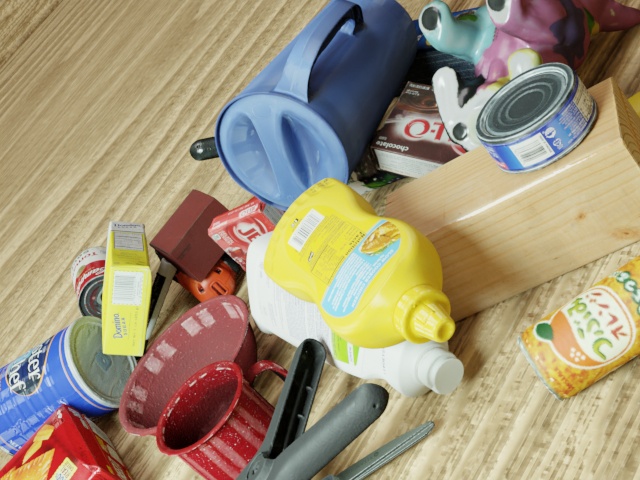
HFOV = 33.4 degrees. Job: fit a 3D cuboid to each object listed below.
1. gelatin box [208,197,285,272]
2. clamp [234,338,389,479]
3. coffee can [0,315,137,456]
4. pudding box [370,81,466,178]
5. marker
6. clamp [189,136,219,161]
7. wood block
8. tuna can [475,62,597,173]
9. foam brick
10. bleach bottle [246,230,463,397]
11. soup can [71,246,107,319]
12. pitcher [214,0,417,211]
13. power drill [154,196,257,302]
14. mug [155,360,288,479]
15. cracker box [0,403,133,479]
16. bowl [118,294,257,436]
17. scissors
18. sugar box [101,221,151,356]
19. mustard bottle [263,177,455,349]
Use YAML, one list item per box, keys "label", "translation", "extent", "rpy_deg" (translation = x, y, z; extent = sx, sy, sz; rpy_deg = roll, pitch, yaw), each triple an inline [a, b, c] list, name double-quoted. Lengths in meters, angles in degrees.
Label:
- label: "gelatin box"
  translation: [-0.057, 0.001, 1.074]
  extent: [0.073, 0.089, 0.030]
  rpy_deg: [-22, 34, 35]
- label: "clamp"
  translation: [-0.028, 0.172, 0.781]
  extent: [0.210, 0.036, 0.165]
  rpy_deg: [-61, 17, -10]
- label: "coffee can"
  translation: [-0.278, 0.156, 1.133]
  extent: [0.140, 0.102, 0.102]
  rpy_deg: [-31, 30, 23]
- label: "pudding box"
  translation: [0.116, -0.097, 0.995]
  extent: [0.114, 0.039, 0.090]
  rpy_deg: [13, 56, 27]
- label: "marker"
  translation: [-0.183, 0.076, 1.157]
  extent: [0.121, 0.020, 0.020]
  rpy_deg: [-67, 23, 15]
- label: "clamp"
  translation: [-0.066, -0.120, 1.251]
  extent: [0.172, 0.039, 0.120]
  rpy_deg: [-26, -13, 28]
- label: "wood block"
  translation: [0.157, -0.026, 0.832]
  extent: [0.206, 0.090, 0.090]
  rpy_deg: [-27, 30, 28]
- label: "tuna can"
  translation: [0.158, -0.091, 0.788]
  extent: [0.086, 0.033, 0.086]
  rpy_deg: [-32, 28, 19]
- label: "foam brick"
  translation: [-0.128, -0.006, 1.110]
  extent: [0.078, 0.053, 0.051]
  rpy_deg: [-52, 33, -10]
- label: "bleach bottle"
  translation: [0.027, 0.070, 0.881]
  extent: [0.068, 0.102, 0.251]
  rpy_deg: [-19, 27, -27]
- label: "soup can"
  translation: [-0.265, 0.054, 1.297]
  extent: [0.068, 0.068, 0.102]
  rpy_deg: [-43, 27, 1]
- label: "pitcher"
  translation: [0.010, -0.154, 1.036]
  extent: [0.149, 0.145, 0.242]
  rpy_deg: [-19, 27, 40]
- label: "power drill"
  translation: [-0.099, -0.022, 1.200]
  extent: [0.187, 0.057, 0.185]
  rpy_deg: [-49, 32, -5]
- label: "mug"
  translation: [-0.067, 0.152, 0.885]
  extent: [0.117, 0.081, 0.093]
  rpy_deg: [-47, 28, -8]
- label: "cracker box"
  translation: [-0.276, 0.274, 0.999]
  extent: [0.213, 0.072, 0.164]
  rpy_deg: [-47, 27, -6]
- label: "bowl"
  translation: [-0.112, 0.129, 1.001]
  extent: [0.162, 0.055, 0.162]
  rpy_deg: [-34, 28, 20]
- label: "scissors"
  translation: [-0.001, 0.204, 0.796]
  extent: [0.202, 0.016, 0.096]
  rpy_deg: [-27, 33, 29]
- label: "sugar box"
  translation: [-0.205, 0.046, 1.114]
  extent: [0.176, 0.048, 0.093]
  rpy_deg: [-132, 49, -70]
- label: "mustard bottle"
  translation: [0.035, 0.026, 0.785]
  extent: [0.096, 0.058, 0.192]
  rpy_deg: [-53, 38, -1]
